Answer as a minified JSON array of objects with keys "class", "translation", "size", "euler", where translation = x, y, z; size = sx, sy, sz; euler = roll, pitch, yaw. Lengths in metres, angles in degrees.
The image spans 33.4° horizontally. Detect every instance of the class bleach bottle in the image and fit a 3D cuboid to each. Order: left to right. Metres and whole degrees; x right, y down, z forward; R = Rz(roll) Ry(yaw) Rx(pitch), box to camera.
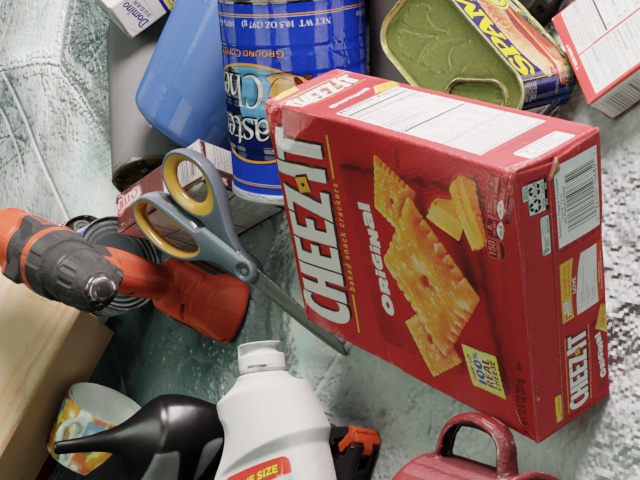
[{"class":"bleach bottle","translation":[-0.033,0.192,0.686],"size":[0.103,0.068,0.251],"euler":[-13,77,29]}]

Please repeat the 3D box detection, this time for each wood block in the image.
[{"class":"wood block","translation":[-0.274,0.141,0.909],"size":[0.090,0.091,0.206],"euler":[23,76,14]}]

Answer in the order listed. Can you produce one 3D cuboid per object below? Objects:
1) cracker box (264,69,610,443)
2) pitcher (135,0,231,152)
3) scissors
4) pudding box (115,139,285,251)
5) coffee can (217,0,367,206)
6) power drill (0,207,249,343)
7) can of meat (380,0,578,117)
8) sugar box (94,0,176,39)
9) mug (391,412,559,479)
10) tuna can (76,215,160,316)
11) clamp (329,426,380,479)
[{"class":"cracker box","translation":[0.063,0.000,0.630],"size":[0.214,0.072,0.164],"euler":[23,131,48]},{"class":"pitcher","translation":[-0.056,-0.194,0.850],"size":[0.243,0.145,0.149],"euler":[-59,15,18]},{"class":"scissors","translation":[-0.055,0.001,0.778],"size":[0.202,0.016,0.096],"euler":[26,120,23]},{"class":"pudding box","translation":[-0.097,-0.031,0.862],"size":[0.114,0.089,0.039],"euler":[-26,59,39]},{"class":"coffee can","translation":[-0.017,-0.106,0.750],"size":[0.103,0.102,0.140],"euler":[20,120,49]},{"class":"power drill","translation":[-0.149,0.029,0.823],"size":[0.185,0.187,0.057],"euler":[23,92,51]},{"class":"can of meat","translation":[0.100,-0.111,0.655],"size":[0.102,0.083,0.058],"euler":[52,128,15]},{"class":"sugar box","translation":[-0.127,-0.262,0.960],"size":[0.176,0.048,0.093],"euler":[-40,43,-3]},{"class":"mug","translation":[0.084,0.153,0.591],"size":[0.082,0.093,0.117],"euler":[7,100,53]},{"class":"tuna can","translation":[-0.186,0.024,0.943],"size":[0.034,0.086,0.086],"euler":[-22,60,44]},{"class":"clamp","translation":[-0.022,0.193,0.737],"size":[0.172,0.039,0.120],"euler":[-39,63,29]}]
